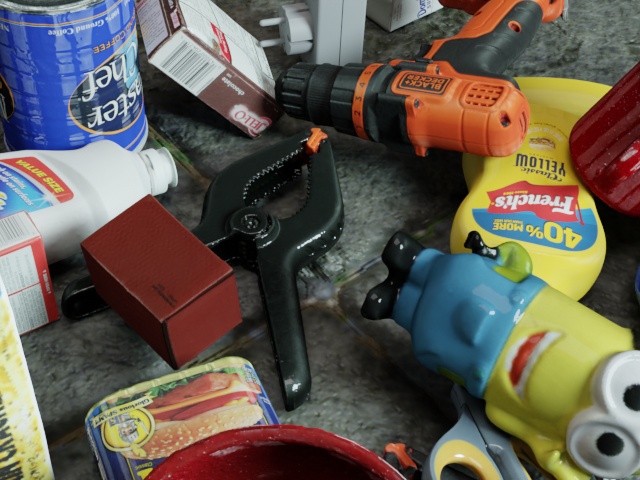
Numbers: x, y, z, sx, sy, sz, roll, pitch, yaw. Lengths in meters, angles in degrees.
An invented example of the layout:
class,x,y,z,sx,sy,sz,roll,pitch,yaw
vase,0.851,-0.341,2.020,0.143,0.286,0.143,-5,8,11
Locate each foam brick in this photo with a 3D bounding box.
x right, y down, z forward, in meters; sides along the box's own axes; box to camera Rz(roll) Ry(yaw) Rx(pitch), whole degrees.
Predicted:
class,x,y,z,sx,sy,sz,roll,pitch,yaw
foam brick,-0.090,0.023,0.608,0.053,0.051,0.078,-37,60,-22

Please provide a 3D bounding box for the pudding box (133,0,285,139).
class,x,y,z,sx,sy,sz,roll,pitch,yaw
pudding box,-0.080,-0.136,0.769,0.039,0.113,0.090,-37,45,17

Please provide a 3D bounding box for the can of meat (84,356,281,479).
class,x,y,z,sx,sy,sz,roll,pitch,yaw
can of meat,-0.065,0.116,0.556,0.102,0.057,0.084,-15,45,-18

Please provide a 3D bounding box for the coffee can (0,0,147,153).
class,x,y,z,sx,sy,sz,roll,pitch,yaw
coffee can,-0.174,-0.126,0.727,0.103,0.140,0.103,1,46,-2

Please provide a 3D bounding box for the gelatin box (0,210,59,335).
class,x,y,z,sx,sy,sz,roll,pitch,yaw
gelatin box,-0.202,0.030,0.620,0.089,0.073,0.030,-23,50,-22

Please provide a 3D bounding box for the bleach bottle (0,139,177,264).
class,x,y,z,sx,sy,sz,roll,pitch,yaw
bleach bottle,-0.214,-0.016,0.675,0.250,0.068,0.103,-20,48,-24

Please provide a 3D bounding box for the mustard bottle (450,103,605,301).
class,x,y,z,sx,sy,sz,roll,pitch,yaw
mustard bottle,0.133,-0.009,0.685,0.096,0.058,0.191,13,47,3

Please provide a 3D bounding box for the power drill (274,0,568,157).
class,x,y,z,sx,sy,sz,roll,pitch,yaw
power drill,0.081,-0.137,0.752,0.185,0.057,0.187,14,54,27

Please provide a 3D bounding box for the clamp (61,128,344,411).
class,x,y,z,sx,sy,sz,roll,pitch,yaw
clamp,-0.054,0.001,0.682,0.165,0.036,0.209,15,51,11

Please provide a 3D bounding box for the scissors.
class,x,y,z,sx,sy,sz,roll,pitch,yaw
scissors,0.070,0.092,0.585,0.096,0.016,0.202,-1,36,-32
